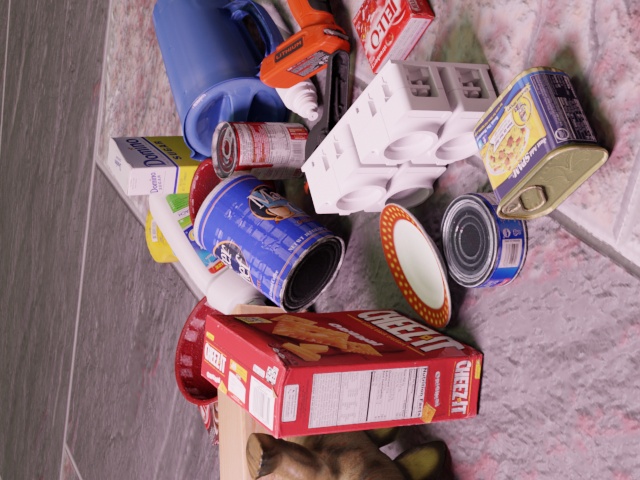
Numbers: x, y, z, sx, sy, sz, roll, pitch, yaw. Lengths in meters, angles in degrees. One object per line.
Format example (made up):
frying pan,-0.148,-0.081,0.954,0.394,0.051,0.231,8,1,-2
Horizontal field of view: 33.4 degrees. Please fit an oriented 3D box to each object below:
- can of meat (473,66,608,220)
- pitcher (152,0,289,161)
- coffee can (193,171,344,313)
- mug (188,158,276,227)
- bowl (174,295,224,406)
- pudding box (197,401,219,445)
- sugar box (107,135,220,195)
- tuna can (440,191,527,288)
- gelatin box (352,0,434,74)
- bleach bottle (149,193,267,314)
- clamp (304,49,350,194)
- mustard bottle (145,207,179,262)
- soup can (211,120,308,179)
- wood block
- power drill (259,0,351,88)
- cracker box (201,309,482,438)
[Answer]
can of meat,0.174,-0.079,0.867,0.102,0.057,0.084,-52,46,49
pitcher,-0.129,-0.230,1.346,0.145,0.149,0.243,79,170,-51
coffee can,-0.058,0.001,1.196,0.140,0.102,0.103,36,127,26
mug,-0.104,-0.042,1.316,0.093,0.081,0.117,-56,43,38
bowl,-0.118,0.141,1.380,0.162,0.055,0.162,-26,52,39
pudding box,-0.135,0.211,1.466,0.090,0.039,0.114,60,140,41
sugar box,-0.176,-0.100,1.375,0.093,0.175,0.048,50,134,49
tuna can,0.144,0.000,0.950,0.086,0.033,0.086,8,99,61
gelatin box,0.071,-0.222,1.069,0.089,0.030,0.073,-54,47,49
bleach bottle,-0.127,0.013,1.363,0.251,0.102,0.068,51,154,38
clamp,0.016,-0.121,1.168,0.172,0.039,0.120,-52,46,50
mustard bottle,-0.194,-0.017,1.536,0.192,0.058,0.096,-3,87,61
soup can,-0.068,-0.106,1.256,0.069,0.102,0.068,8,99,61
wood block,-0.063,0.188,1.223,0.091,0.090,0.206,128,143,-56
power drill,-0.050,-0.271,1.204,0.185,0.057,0.188,-25,72,34
cracker box,0.018,0.116,1.002,0.164,0.213,0.072,24,111,58
